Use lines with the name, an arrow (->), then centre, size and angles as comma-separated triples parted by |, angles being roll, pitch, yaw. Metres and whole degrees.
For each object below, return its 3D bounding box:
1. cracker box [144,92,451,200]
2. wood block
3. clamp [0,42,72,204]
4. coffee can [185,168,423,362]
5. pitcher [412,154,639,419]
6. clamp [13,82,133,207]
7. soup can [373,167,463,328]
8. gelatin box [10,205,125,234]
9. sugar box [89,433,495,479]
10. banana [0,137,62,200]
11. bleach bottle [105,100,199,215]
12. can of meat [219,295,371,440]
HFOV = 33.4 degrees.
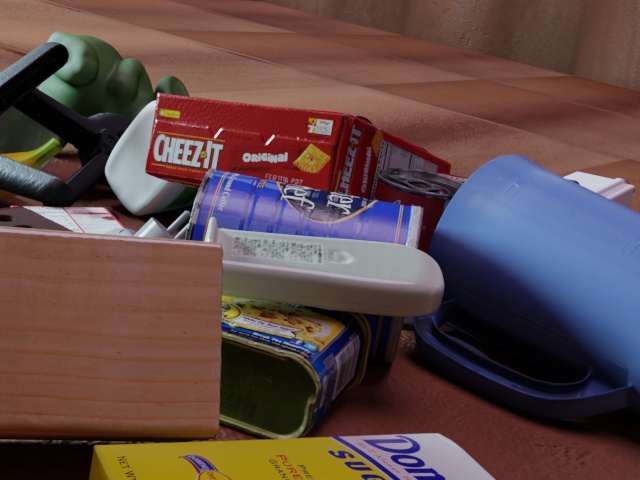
cracker box -> -0.011, -0.056, 0.854 | 0.164, 0.072, 0.213 | 9, -1, 27
wood block -> -0.155, 0.045, 0.486 | 0.205, 0.090, 0.091 | 4, -13, -19
clamp -> -0.290, -0.071, 0.838 | 0.210, 0.036, 0.164 | -17, 53, -3
coffee can -> -0.012, 0.016, 0.694 | 0.140, 0.103, 0.102 | 11, 17, 3
pitcher -> 0.188, 0.050, 0.687 | 0.243, 0.149, 0.144 | 29, 10, 40
clamp -> -0.197, -0.071, 0.942 | 0.039, 0.120, 0.171 | -26, -23, 34
soup can -> 0.066, 0.005, 0.776 | 0.068, 0.102, 0.068 | 9, 17, -3
gelatin box -> -0.179, 0.002, 0.770 | 0.073, 0.030, 0.089 | -1, 20, -29
sugar box -> -0.002, 0.121, 0.452 | 0.176, 0.048, 0.093 | 0, 19, -26
banana -> -0.303, -0.074, 0.891 | 0.198, 0.037, 0.069 | 19, 62, 25
bleach bottle -> -0.079, -0.082, 0.987 | 0.068, 0.103, 0.250 | 53, 31, 15
can of meat -> -0.033, 0.065, 0.601 | 0.102, 0.057, 0.083 | 16, 19, 17
